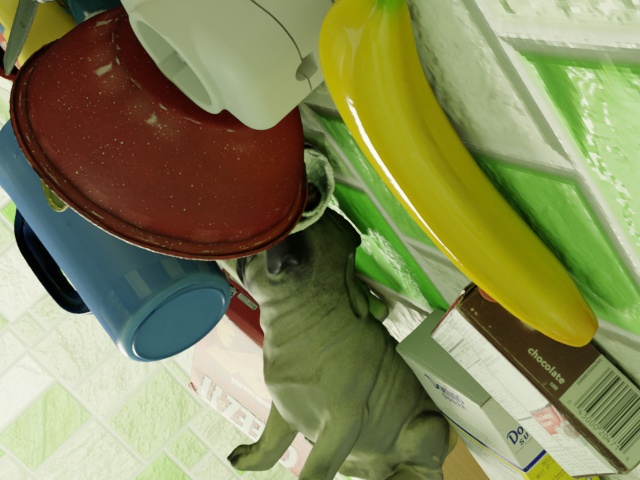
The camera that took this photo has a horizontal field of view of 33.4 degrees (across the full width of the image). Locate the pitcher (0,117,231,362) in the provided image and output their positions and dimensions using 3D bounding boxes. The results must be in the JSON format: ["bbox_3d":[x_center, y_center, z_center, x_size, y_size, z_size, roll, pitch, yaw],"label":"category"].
[{"bbox_3d":[-0.188,-0.005,0.950,0.243,0.145,0.149,52,163,28],"label":"pitcher"}]

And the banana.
[{"bbox_3d":[0.049,-0.029,0.422,0.070,0.037,0.197,33,163,54],"label":"banana"}]

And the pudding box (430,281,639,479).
[{"bbox_3d":[0.111,0.067,0.534,0.113,0.039,0.090,47,170,9],"label":"pudding box"}]

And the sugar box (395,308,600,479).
[{"bbox_3d":[0.125,0.127,0.679,0.093,0.048,0.176,31,158,56],"label":"sugar box"}]

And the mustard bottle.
[{"bbox_3d":[-0.174,-0.126,0.684,0.191,0.058,0.096,54,174,0],"label":"mustard bottle"}]

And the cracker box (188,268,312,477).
[{"bbox_3d":[-0.047,0.130,1.067,0.164,0.072,0.214,38,147,14],"label":"cracker box"}]

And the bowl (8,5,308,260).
[{"bbox_3d":[-0.068,-0.068,0.532,0.162,0.161,0.055,44,131,12],"label":"bowl"}]
